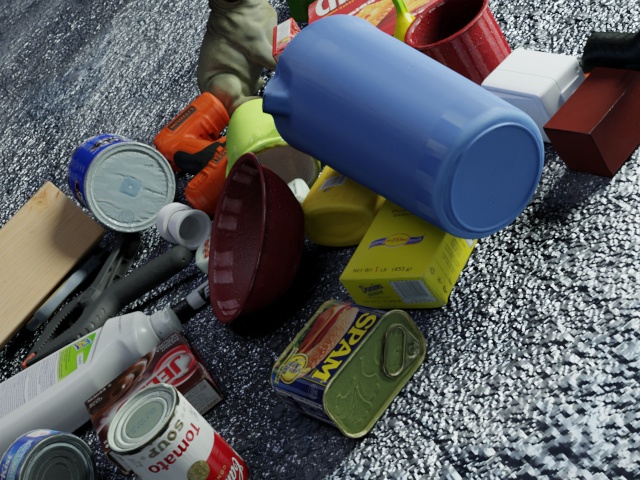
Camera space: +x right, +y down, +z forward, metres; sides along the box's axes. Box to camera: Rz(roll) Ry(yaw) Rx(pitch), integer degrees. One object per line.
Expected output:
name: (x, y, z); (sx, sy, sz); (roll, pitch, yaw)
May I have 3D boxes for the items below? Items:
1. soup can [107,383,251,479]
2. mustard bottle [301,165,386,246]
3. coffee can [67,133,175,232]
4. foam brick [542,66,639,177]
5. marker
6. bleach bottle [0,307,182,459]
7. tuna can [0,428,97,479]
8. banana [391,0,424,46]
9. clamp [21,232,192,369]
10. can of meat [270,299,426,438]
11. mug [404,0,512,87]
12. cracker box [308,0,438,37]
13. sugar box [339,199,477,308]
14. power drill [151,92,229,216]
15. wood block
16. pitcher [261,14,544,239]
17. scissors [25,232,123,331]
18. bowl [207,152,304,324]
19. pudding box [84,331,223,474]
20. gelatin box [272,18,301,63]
soup can: (-0.110, 0.168, 0.833); (0.069, 0.102, 0.068); (-26, 32, 18)
mustard bottle: (0.051, -0.081, 1.043); (0.096, 0.058, 0.191); (-13, 38, 44)
coffee can: (-0.237, -0.070, 1.257); (0.102, 0.102, 0.140); (-43, 21, -9)
foam brick: (0.235, -0.099, 0.886); (0.078, 0.051, 0.053); (-47, 33, -15)
marker: (-0.105, 0.044, 1.073); (0.121, 0.020, 0.020); (-37, 31, 1)
bleach bottle: (-0.246, 0.146, 1.041); (0.251, 0.068, 0.102); (-32, 31, 5)
tuna can: (-0.236, 0.208, 0.925); (0.034, 0.086, 0.086); (-3, 45, 41)
banana: (0.055, -0.160, 1.128); (0.198, 0.070, 0.037); (-56, -16, 15)
clamp: (-0.243, 0.066, 1.168); (0.210, 0.036, 0.165); (-44, 25, -10)
can of meat: (0.020, 0.097, 0.842); (0.102, 0.057, 0.084); (-49, 30, -20)
mug: (0.136, -0.184, 1.071); (0.117, 0.081, 0.093); (-44, 32, -12)
cracker box: (0.070, -0.246, 1.230); (0.164, 0.072, 0.213); (-27, 32, 16)
sugar box: (0.096, -0.019, 0.928); (0.094, 0.048, 0.176); (-4, 46, 41)
power drill: (-0.110, -0.121, 1.260); (0.184, 0.057, 0.188); (-43, 31, -10)
wood block: (-0.355, 0.042, 1.236); (0.206, 0.091, 0.090); (-51, 5, -21)
pitcher: (0.078, -0.097, 0.897); (0.149, 0.144, 0.243); (-48, 41, -3)
scissors: (-0.283, 0.041, 1.256); (0.096, 0.016, 0.201); (-40, 10, 35)
bowl: (-0.057, 0.001, 1.003); (0.162, 0.055, 0.162); (-171, 90, -69)
pudding box: (-0.152, 0.145, 0.968); (0.113, 0.039, 0.090); (-40, 31, -4)
gelatin box: (-0.022, -0.206, 1.254); (0.030, 0.089, 0.073); (-25, 33, 17)
